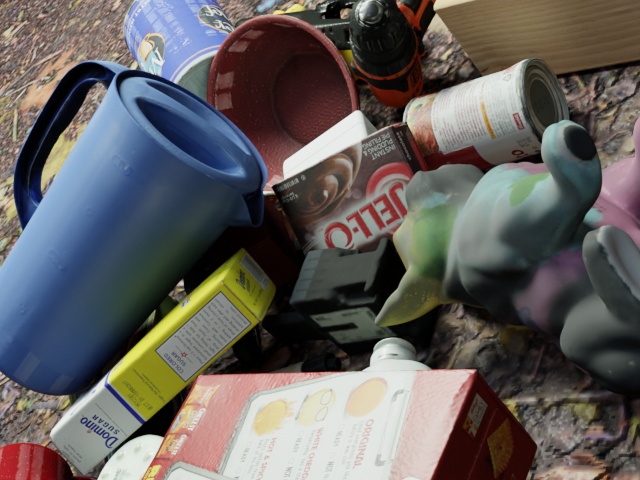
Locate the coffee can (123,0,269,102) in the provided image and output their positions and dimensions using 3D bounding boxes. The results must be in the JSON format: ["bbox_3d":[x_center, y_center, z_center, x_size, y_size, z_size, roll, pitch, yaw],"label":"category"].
[{"bbox_3d":[-0.121,-0.174,1.033,0.103,0.102,0.140,-40,49,8],"label":"coffee can"}]

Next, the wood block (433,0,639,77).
[{"bbox_3d":[0.200,-0.188,0.783,0.207,0.090,0.090,-3,50,49],"label":"wood block"}]

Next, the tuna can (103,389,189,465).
[{"bbox_3d":[-0.126,0.154,0.824,0.086,0.033,0.086,-30,35,23],"label":"tuna can"}]

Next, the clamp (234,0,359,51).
[{"bbox_3d":[0.003,-0.207,1.008,0.164,0.036,0.210,-19,22,-2],"label":"clamp"}]

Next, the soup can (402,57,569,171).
[{"bbox_3d":[0.121,-0.087,0.781,0.102,0.068,0.068,-15,42,39],"label":"soup can"}]

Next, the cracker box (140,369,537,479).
[{"bbox_3d":[-0.016,0.151,0.540,0.214,0.072,0.164,-8,43,46],"label":"cracker box"}]

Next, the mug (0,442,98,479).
[{"bbox_3d":[-0.222,0.210,0.832,0.117,0.093,0.081,-12,28,-5],"label":"mug"}]

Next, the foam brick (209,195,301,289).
[{"bbox_3d":[-0.056,0.001,0.840,0.053,0.051,0.078,-32,42,10],"label":"foam brick"}]

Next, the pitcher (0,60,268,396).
[{"bbox_3d":[-0.167,-0.006,0.810,0.243,0.144,0.149,-50,34,20],"label":"pitcher"}]

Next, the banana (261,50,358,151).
[{"bbox_3d":[0.005,-0.142,1.008,0.198,0.037,0.069,-37,30,14],"label":"banana"}]

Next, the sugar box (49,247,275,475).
[{"bbox_3d":[-0.112,0.085,0.769,0.176,0.048,0.093,-39,6,12],"label":"sugar box"}]

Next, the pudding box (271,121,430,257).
[{"bbox_3d":[0.032,-0.025,0.791,0.114,0.090,0.039,-25,1,32],"label":"pudding box"}]

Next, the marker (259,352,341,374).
[{"bbox_3d":[-0.034,0.104,0.787,0.121,0.020,0.020,-21,39,34],"label":"marker"}]

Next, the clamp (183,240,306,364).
[{"bbox_3d":[-0.058,0.025,0.891,0.120,0.039,0.172,-43,38,-9],"label":"clamp"}]

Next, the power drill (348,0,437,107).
[{"bbox_3d":[0.078,-0.212,0.859,0.057,0.184,0.187,24,85,11],"label":"power drill"}]

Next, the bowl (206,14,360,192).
[{"bbox_3d":[-0.022,-0.120,0.944,0.162,0.162,0.055,-19,3,36],"label":"bowl"}]
